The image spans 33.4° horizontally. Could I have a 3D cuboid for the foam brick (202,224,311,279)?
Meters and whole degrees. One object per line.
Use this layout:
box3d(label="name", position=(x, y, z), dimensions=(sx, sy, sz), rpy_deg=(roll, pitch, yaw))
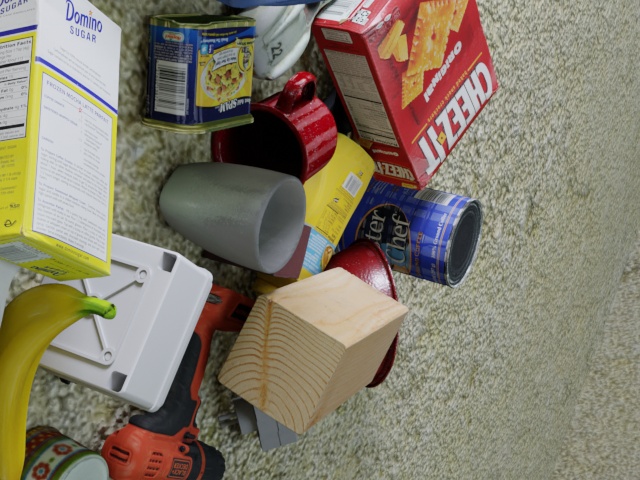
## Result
box3d(label="foam brick", position=(-0.056, 0.001, 0.965), dimensions=(0.053, 0.078, 0.051), rpy_deg=(13, 90, -65))

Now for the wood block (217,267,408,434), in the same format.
box3d(label="wood block", position=(0.000, 0.094, 0.982), dimensions=(0.091, 0.090, 0.205), rpy_deg=(-63, 165, 14))

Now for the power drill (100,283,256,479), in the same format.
box3d(label="power drill", position=(-0.110, 0.134, 0.955), dimensions=(0.187, 0.057, 0.184), rpy_deg=(-72, 158, -8))

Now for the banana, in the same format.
box3d(label="banana", position=(-0.201, 0.093, 0.717), dimensions=(0.037, 0.070, 0.198), rpy_deg=(-12, 142, -49))

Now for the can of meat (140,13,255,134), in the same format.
box3d(label="can of meat", position=(-0.093, -0.133, 0.838), dimensions=(0.101, 0.058, 0.084), rpy_deg=(-24, 123, -59))

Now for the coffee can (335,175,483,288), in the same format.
box3d(label="coffee can", position=(0.098, -0.013, 1.197), dimensions=(0.102, 0.140, 0.103), rpy_deg=(-41, 139, -49))

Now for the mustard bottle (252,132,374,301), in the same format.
box3d(label="mustard bottle", position=(-0.016, -0.009, 1.050), dimensions=(0.191, 0.058, 0.096), rpy_deg=(-64, 152, -7))

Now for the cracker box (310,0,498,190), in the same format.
box3d(label="cracker box", position=(0.092, -0.181, 1.054), dimensions=(0.164, 0.072, 0.213), rpy_deg=(-52, 139, -23))

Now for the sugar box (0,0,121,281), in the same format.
box3d(label="sugar box", position=(-0.169, -0.070, 0.670), dimensions=(0.093, 0.048, 0.176), rpy_deg=(37, 47, -63))

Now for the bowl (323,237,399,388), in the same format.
box3d(label="bowl", position=(0.025, 0.078, 1.139), dimensions=(0.055, 0.162, 0.162), rpy_deg=(-1, 110, -23))

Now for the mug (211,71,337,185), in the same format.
box3d(label="mug", position=(-0.033, -0.096, 0.939), dimensions=(0.081, 0.093, 0.117), rpy_deg=(-40, 154, -57))
